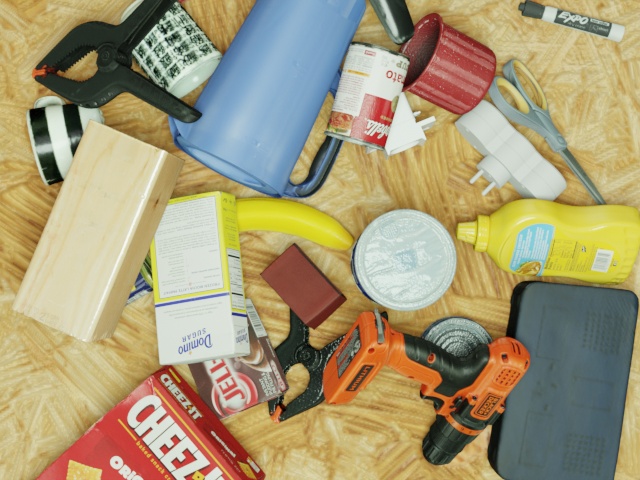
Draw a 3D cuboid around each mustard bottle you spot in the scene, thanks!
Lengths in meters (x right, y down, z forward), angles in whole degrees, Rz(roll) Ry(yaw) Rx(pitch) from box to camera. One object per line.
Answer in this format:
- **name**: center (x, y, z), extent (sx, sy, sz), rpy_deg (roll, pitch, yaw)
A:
- **mustard bottle**: center (0.244, -0.001, 1.164), extent (0.191, 0.096, 0.058), rpy_deg (5, 46, 1)

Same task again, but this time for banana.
- **banana**: center (-0.063, -0.015, 1.191), extent (0.198, 0.037, 0.069), rpy_deg (-5, 110, 2)

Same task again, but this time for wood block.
- **wood block**: center (-0.226, -0.008, 1.102), extent (0.090, 0.091, 0.206), rpy_deg (23, 91, 5)

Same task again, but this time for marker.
- **marker**: center (0.283, -0.249, 1.207), extent (0.121, 0.020, 0.020), rpy_deg (15, 87, 0)

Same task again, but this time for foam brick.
- **foam brick**: center (-0.017, 0.050, 1.148), extent (0.051, 0.053, 0.078), rpy_deg (-43, 75, -1)

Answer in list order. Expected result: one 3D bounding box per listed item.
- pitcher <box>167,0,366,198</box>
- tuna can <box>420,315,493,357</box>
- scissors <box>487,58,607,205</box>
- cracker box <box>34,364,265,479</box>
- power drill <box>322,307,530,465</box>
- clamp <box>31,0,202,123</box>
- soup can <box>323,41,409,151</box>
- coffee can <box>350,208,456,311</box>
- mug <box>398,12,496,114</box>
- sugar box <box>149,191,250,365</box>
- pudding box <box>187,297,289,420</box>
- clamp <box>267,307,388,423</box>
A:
- **pitcher**: center (-0.040, -0.172, 1.158), extent (0.145, 0.149, 0.243), rpy_deg (25, 84, 22)
- **tuna can**: center (0.150, 0.127, 1.184), extent (0.086, 0.034, 0.086), rpy_deg (0, 88, 0)
- **scissors**: center (0.245, -0.112, 1.167), extent (0.096, 0.016, 0.202), rpy_deg (-12, 71, -44)
- **cracker box**: center (-0.193, 0.264, 1.139), extent (0.214, 0.072, 0.164), rpy_deg (-42, 88, 11)
- **power drill**: center (0.101, 0.155, 1.118), extent (0.187, 0.057, 0.185), rpy_deg (17, 123, -19)
- **clamp**: center (-0.212, -0.201, 1.125), extent (0.210, 0.036, 0.164), rpy_deg (0, 83, 26)
- **soup can**: center (0.050, -0.153, 1.133), extent (0.068, 0.068, 0.102), rpy_deg (16, 94, 0)
- **coffee can**: center (0.085, 0.023, 1.135), extent (0.103, 0.140, 0.103), rpy_deg (0, 87, 0)
- **mug**: center (0.136, -0.197, 1.171), extent (0.081, 0.117, 0.093), rpy_deg (23, 129, -23)
- **sugar box**: center (-0.131, 0.041, 1.141), extent (0.093, 0.048, 0.176), rpy_deg (-10, 82, 22)
- **pudding box**: center (-0.097, 0.130, 1.165), extent (0.090, 0.039, 0.113), rpy_deg (-26, 80, 16)
- **clamp**: center (-0.018, 0.118, 1.183), extent (0.120, 0.039, 0.171), rpy_deg (36, 90, 19)
